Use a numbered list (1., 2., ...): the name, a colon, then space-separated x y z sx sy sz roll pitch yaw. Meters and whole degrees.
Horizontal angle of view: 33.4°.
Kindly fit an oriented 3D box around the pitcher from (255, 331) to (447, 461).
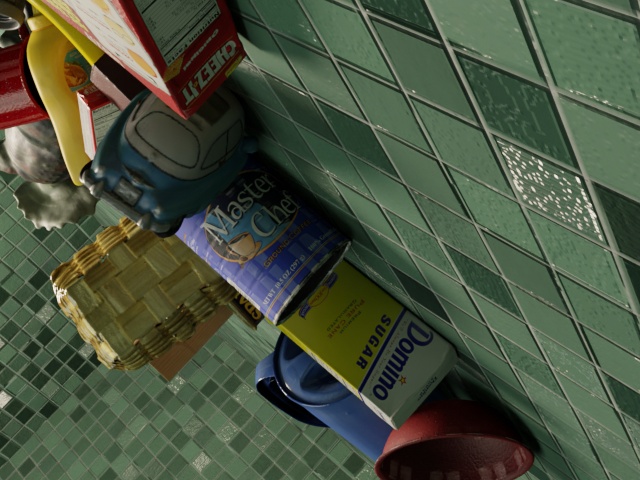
1. pitcher: 0.051 0.170 1.171 0.149 0.145 0.242 29 166 43

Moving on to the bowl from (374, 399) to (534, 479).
1. bowl: 0.134 0.206 1.091 0.162 0.162 0.055 57 -154 -53

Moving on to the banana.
1. banana: -0.221 -0.192 1.011 0.070 0.037 0.197 22 158 53

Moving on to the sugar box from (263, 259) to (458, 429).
1. sugar box: 0.036 0.089 1.025 0.176 0.093 0.048 37 168 26

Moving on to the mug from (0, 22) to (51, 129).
1. mug: -0.318 -0.174 1.113 0.093 0.082 0.117 -40 -63 -64

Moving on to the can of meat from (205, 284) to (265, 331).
1. can of meat: -0.092 0.052 1.378 0.102 0.084 0.058 50 168 -33

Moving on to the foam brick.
1. foam brick: -0.167 -0.148 0.946 0.051 0.053 0.078 45 169 -9

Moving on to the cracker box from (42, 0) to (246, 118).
1. cracker box: -0.139 -0.187 0.637 0.164 0.072 0.213 40 170 19

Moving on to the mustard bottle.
1. mustard bottle: -0.250 -0.159 1.082 0.096 0.058 0.191 -54 -50 -61

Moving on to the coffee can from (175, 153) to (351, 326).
1. coffee can: -0.057 -0.007 0.960 0.140 0.102 0.103 41 170 8

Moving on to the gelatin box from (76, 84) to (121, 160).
1. gelatin box: -0.192 -0.120 1.026 0.030 0.073 0.089 49 154 27
